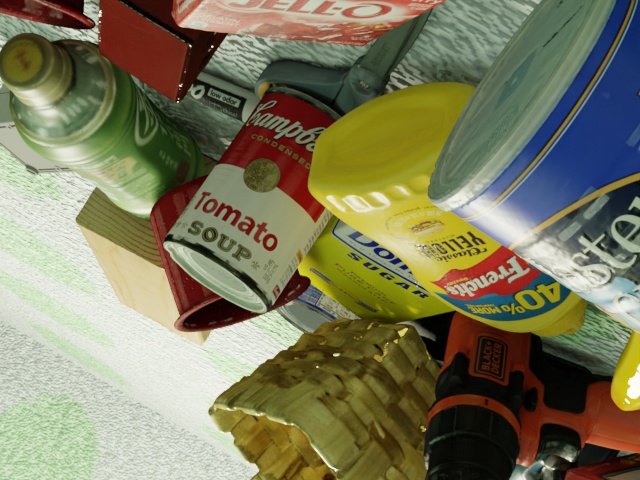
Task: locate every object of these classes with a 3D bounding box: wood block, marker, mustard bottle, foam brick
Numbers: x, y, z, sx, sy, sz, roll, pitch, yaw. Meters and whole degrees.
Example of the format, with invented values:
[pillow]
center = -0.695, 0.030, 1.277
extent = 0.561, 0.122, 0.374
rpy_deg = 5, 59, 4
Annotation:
[wood block]
center = -0.118, 0.004, 0.855
extent = 0.090, 0.090, 0.206
rpy_deg = 28, 162, 8
[marker]
center = -0.080, -0.096, 0.641
extent = 0.121, 0.020, 0.020
rpy_deg = 25, 162, 19
[mustard bottle]
center = 0.085, -0.001, 0.546
extent = 0.096, 0.058, 0.191
rpy_deg = -17, 140, 34
[foam brick]
center = -0.075, -0.113, 0.530
extent = 0.051, 0.053, 0.078
rpy_deg = 32, 163, -3

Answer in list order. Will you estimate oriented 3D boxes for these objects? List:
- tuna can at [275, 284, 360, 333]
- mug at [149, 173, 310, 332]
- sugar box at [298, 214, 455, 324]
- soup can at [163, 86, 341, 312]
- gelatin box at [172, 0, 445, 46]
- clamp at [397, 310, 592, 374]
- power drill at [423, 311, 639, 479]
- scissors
[tuna can]
center = 0.003, 0.059, 0.902
extent = 0.086, 0.033, 0.086
rpy_deg = 28, 162, 9
[mug]
center = -0.055, 0.001, 0.693
extent = 0.117, 0.081, 0.093
rpy_deg = -31, 162, 36
[sugar box]
center = 0.043, 0.010, 0.684
extent = 0.093, 0.048, 0.176
rpy_deg = 34, 163, -11
[soup can]
center = -0.029, -0.021, 0.568
extent = 0.068, 0.102, 0.068
rpy_deg = 30, 163, 10
[gelatin box]
center = -0.005, -0.101, 0.416
extent = 0.089, 0.030, 0.073
rpy_deg = 1, 174, -26
[clamp]
center = 0.098, 0.061, 0.751
extent = 0.172, 0.039, 0.120
rpy_deg = 1, 135, 53
[power drill]
center = 0.151, 0.118, 0.596
extent = 0.187, 0.184, 0.057
rpy_deg = 18, 128, 2
[scissors]
center = 0.007, -0.087, 0.531
extent = 0.096, 0.016, 0.202
rpy_deg = 28, 162, 11
